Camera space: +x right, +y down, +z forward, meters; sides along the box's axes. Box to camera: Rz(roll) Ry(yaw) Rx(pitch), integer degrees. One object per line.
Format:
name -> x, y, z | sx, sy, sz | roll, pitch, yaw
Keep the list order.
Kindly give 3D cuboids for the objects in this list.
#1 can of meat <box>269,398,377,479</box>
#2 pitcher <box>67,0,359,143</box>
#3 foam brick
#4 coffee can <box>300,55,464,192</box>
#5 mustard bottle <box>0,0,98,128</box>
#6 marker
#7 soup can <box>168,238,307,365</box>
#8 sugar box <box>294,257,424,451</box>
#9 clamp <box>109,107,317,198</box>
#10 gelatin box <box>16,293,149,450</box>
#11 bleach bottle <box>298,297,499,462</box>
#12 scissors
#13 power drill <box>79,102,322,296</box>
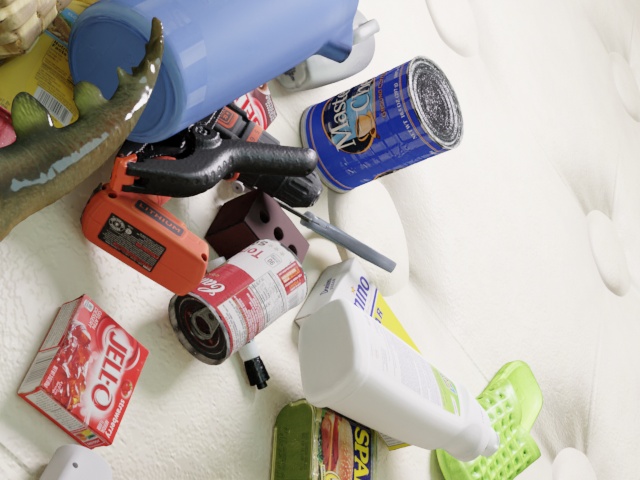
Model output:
can of meat -> 0.003, 0.198, 0.943 | 0.083, 0.058, 0.102 | 32, 48, -39
pitcher -> -0.089, -0.179, 0.841 | 0.242, 0.149, 0.145 | -43, 138, -46
foam brick -> -0.056, 0.001, 0.968 | 0.078, 0.051, 0.053 | 52, 38, -24
coffee can -> 0.064, -0.120, 1.122 | 0.102, 0.141, 0.103 | 30, 50, -44
mustard bottle -> -0.201, -0.132, 0.830 | 0.096, 0.058, 0.191 | 41, 43, -27
marker -> -0.072, 0.073, 0.937 | 0.020, 0.020, 0.121 | -21, 90, -56
soup can -> -0.067, 0.049, 0.890 | 0.102, 0.069, 0.068 | -35, 102, -39
sugar box -> 0.052, 0.113, 1.067 | 0.176, 0.048, 0.093 | 57, 36, -20
clamp -> -0.098, -0.080, 0.845 | 0.171, 0.039, 0.120 | -13, 44, -38
gelatin box -> -0.170, 0.095, 0.779 | 0.073, 0.030, 0.089 | 48, 39, -29
bleach bottle -> 0.087, 0.151, 0.995 | 0.250, 0.068, 0.102 | 36, 31, -35
scissors -> 0.009, -0.008, 1.029 | 0.016, 0.096, 0.201 | -61, 150, 0
power drill -> -0.099, -0.043, 0.884 | 0.184, 0.057, 0.187 | 31, 42, -6
